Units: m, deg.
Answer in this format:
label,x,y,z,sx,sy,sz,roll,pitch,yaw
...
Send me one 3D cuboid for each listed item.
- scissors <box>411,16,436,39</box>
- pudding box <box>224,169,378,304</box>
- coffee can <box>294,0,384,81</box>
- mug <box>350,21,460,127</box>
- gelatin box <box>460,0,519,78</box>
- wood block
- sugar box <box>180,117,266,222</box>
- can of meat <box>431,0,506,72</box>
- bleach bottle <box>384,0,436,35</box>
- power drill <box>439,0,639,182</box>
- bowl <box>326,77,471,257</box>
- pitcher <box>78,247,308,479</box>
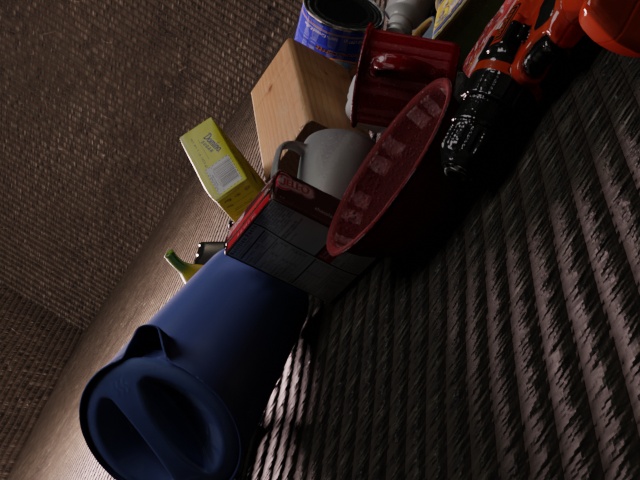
label,x,y,z,sx,sy,sz,roll,pitch,yaw
scissors,0.120,-0.211,1.162,0.096,0.016,0.202,-58,11,5
pudding box,-0.013,-0.001,0.912,0.090,0.113,0.039,-46,23,44
coffee can,0.013,-0.230,1.337,0.102,0.103,0.140,-72,-1,-50
mug,0.074,-0.138,0.914,0.117,0.081,0.093,54,-133,-81
gelatin box,0.153,-0.163,0.859,0.089,0.030,0.073,-55,11,14
wood block,-0.013,-0.133,1.206,0.091,0.090,0.206,-52,27,25
sugar box,-0.076,-0.045,1.115,0.048,0.176,0.093,-34,59,6
can of meat,0.144,-0.211,0.958,0.102,0.057,0.084,-49,16,39
bleach bottle,0.135,-0.350,1.353,0.250,0.068,0.103,-66,12,-25
power drill,0.156,-0.130,0.690,0.184,0.057,0.188,-61,12,-16
bowl,0.071,-0.044,0.821,0.162,0.055,0.162,-54,12,17
pitcher,-0.091,0.108,0.908,0.149,0.145,0.242,-49,4,30
